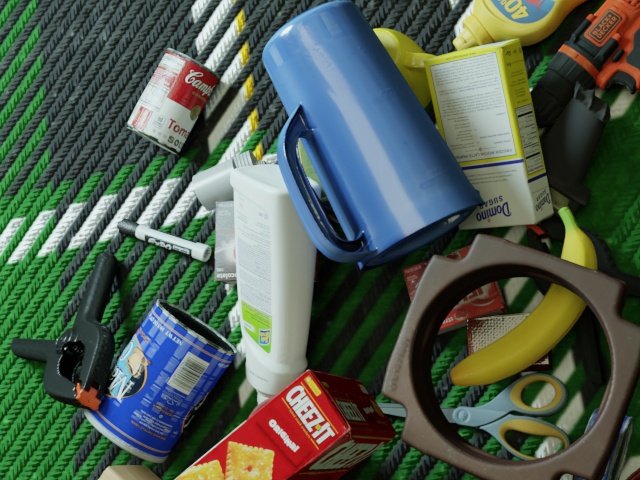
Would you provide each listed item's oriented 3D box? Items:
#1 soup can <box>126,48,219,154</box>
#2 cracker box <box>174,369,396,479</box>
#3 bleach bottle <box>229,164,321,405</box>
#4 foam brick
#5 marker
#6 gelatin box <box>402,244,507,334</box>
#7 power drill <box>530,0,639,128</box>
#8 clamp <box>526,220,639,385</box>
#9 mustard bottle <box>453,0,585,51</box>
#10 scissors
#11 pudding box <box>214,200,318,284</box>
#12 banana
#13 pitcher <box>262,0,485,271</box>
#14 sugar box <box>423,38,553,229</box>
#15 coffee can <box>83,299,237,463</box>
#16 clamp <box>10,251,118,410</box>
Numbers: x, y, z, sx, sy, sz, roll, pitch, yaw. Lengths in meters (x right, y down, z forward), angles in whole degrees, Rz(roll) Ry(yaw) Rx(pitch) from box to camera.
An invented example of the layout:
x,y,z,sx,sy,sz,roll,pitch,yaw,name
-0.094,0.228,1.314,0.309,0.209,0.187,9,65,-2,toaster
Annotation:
x,y,z,sx,sy,sz,roll,pitch,yaw,name
-0.168,-0.158,1.214,0.069,0.068,0.102,28,89,22,soup can
-0.047,0.211,0.951,0.214,0.164,0.072,-39,71,8,cracker box
-0.050,0.055,1.092,0.103,0.067,0.251,28,121,52,bleach bottle
0.186,0.101,1.044,0.078,0.051,0.053,-6,76,18,foam brick
-0.179,-0.002,1.211,0.121,0.020,0.020,18,85,22,marker
0.136,0.050,1.083,0.089,0.030,0.073,-20,73,14,gelatin box
0.316,-0.145,1.048,0.188,0.057,0.184,43,98,21,power drill
0.270,0.040,1.034,0.120,0.039,0.171,-34,72,9,clamp
0.219,-0.258,1.106,0.192,0.058,0.096,-37,68,9,mustard bottle
0.156,0.159,1.061,0.202,0.016,0.096,19,83,22,scissors
-0.058,0.001,1.157,0.114,0.039,0.090,-3,79,19,pudding box
0.202,0.068,0.997,0.070,0.037,0.198,35,91,24,banana
0.035,-0.098,1.014,0.145,0.149,0.243,-31,81,14,pitcher
0.166,-0.102,1.050,0.094,0.048,0.176,-3,106,43,sugar box
-0.169,0.148,1.130,0.103,0.102,0.140,34,91,22,coffee can
-0.275,0.120,1.164,0.165,0.036,0.210,-41,35,12,clamp
